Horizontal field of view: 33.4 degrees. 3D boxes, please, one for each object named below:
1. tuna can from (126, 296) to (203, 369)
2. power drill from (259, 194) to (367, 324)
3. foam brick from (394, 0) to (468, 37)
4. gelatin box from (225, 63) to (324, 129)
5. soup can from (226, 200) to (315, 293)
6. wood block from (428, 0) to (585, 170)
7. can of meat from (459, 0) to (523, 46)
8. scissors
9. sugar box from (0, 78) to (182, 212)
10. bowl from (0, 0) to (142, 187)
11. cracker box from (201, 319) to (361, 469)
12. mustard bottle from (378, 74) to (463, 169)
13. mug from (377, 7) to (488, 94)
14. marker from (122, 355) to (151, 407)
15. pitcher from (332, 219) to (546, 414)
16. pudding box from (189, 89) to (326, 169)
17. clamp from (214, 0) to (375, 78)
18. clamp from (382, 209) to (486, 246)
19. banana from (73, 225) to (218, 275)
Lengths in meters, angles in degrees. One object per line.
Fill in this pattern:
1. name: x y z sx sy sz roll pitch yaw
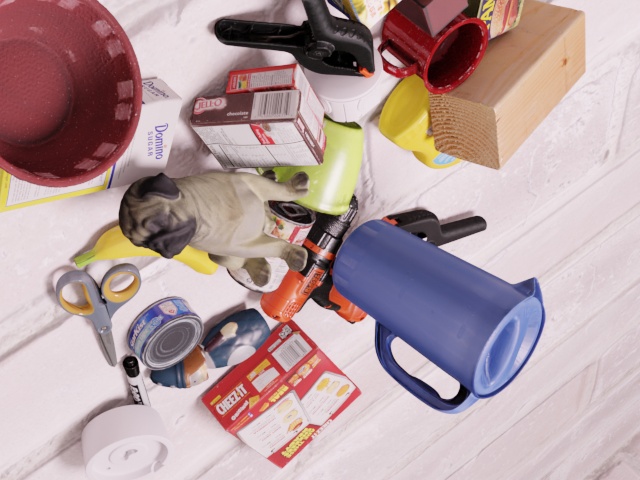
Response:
1. tuna can: -0.179 0.108 1.235 0.086 0.034 0.086 -30 146 -23
2. power drill: 0.023 0.030 1.361 0.184 0.057 0.187 -55 146 10
3. foam brick: 0.104 -0.258 1.095 0.051 0.078 0.053 -43 151 -4
4. gelatin box: -0.044 -0.138 1.069 0.089 0.073 0.030 54 37 -58
5. soup can: -0.058 0.001 1.219 0.068 0.069 0.102 -2 129 -49
6. wood block: 0.221 -0.185 1.243 0.205 0.090 0.091 -45 141 -31
7. can of meat: 0.183 -0.270 1.195 0.083 0.057 0.102 -30 146 -29
8. scissors: -0.219 0.079 1.150 0.096 0.016 0.201 -23 149 0
9. sugar box: -0.214 -0.088 0.954 0.175 0.048 0.093 -18 141 -43
10. bowl: -0.224 -0.121 0.849 0.161 0.055 0.162 1 89 -42
11. cracker box: -0.049 0.215 1.479 0.164 0.072 0.213 -42 150 -3
12. mustard bottle: 0.147 -0.138 1.306 0.096 0.058 0.191 -56 148 6
13. mug: 0.111 -0.213 1.152 0.117 0.082 0.093 -34 147 -19
14. marker: -0.219 0.176 1.282 0.020 0.020 0.121 -31 146 -22
15. pitcher: 0.127 0.080 1.259 0.149 0.243 0.145 -30 137 -35
16. pudding box: -0.060 -0.108 1.056 0.090 0.114 0.039 54 41 -59
17. clamp: 0.000 -0.197 1.006 0.171 0.039 0.120 9 164 -39
18. clamp: 0.136 0.016 1.494 0.209 0.036 0.165 16 114 -53
19. banana: -0.166 0.008 1.135 0.070 0.037 0.197 -28 157 34
